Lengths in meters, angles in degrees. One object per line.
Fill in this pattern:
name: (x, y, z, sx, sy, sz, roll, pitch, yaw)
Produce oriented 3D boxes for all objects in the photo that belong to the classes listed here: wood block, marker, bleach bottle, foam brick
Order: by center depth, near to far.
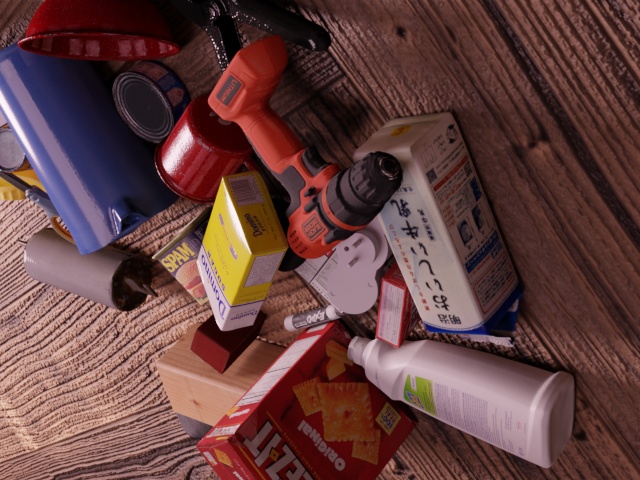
bleach bottle: (0.137, 0.147, 1.117, 0.251, 0.068, 0.102, 19, 134, 32)
marker: (0.001, 0.085, 1.216, 0.121, 0.020, 0.020, -20, 109, 49)
foam brick: (-0.112, 0.113, 1.296, 0.053, 0.078, 0.051, 37, 139, 10)
wood block: (-0.092, 0.183, 1.332, 0.206, 0.090, 0.091, 13, 132, 34)

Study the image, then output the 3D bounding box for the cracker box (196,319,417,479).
cracker box: (-0.009, 0.215, 1.185, 0.072, 0.213, 0.164, -23, 107, 50)

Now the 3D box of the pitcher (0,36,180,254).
pitcher: (-0.277, -0.116, 1.216, 0.149, 0.144, 0.243, -21, 105, 36)

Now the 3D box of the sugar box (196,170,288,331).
sugar box: (-0.085, 0.015, 1.096, 0.093, 0.048, 0.176, 68, 153, 24)

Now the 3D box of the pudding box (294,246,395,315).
pudding box: (0.021, 0.016, 1.123, 0.090, 0.039, 0.114, 42, 143, 4)

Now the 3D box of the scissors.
scissors: (-0.329, -0.057, 1.303, 0.096, 0.016, 0.201, -12, 138, 27)

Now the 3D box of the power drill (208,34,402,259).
power drill: (-0.016, -0.086, 0.952, 0.188, 0.057, 0.185, 58, 148, 6)

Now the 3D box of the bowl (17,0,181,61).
bowl: (-0.221, -0.219, 1.072, 0.162, 0.161, 0.055, 1, 92, 41)

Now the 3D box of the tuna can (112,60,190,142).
tuna can: (-0.183, -0.151, 1.161, 0.086, 0.033, 0.086, 24, 137, 25)

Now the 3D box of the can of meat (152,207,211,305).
can of meat: (-0.138, 0.021, 1.256, 0.084, 0.057, 0.102, 47, 142, -7)

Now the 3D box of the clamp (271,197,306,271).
clamp: (-0.057, 0.001, 1.142, 0.172, 0.039, 0.120, 22, 132, 54)

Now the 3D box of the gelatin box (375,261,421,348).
gelatin box: (0.088, 0.053, 1.067, 0.030, 0.073, 0.089, 24, 136, 23)

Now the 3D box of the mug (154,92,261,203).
mug: (-0.106, -0.089, 1.102, 0.117, 0.093, 0.082, 48, 137, 6)

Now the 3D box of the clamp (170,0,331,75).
clamp: (-0.085, -0.223, 1.006, 0.165, 0.036, 0.210, -25, 103, 51)
